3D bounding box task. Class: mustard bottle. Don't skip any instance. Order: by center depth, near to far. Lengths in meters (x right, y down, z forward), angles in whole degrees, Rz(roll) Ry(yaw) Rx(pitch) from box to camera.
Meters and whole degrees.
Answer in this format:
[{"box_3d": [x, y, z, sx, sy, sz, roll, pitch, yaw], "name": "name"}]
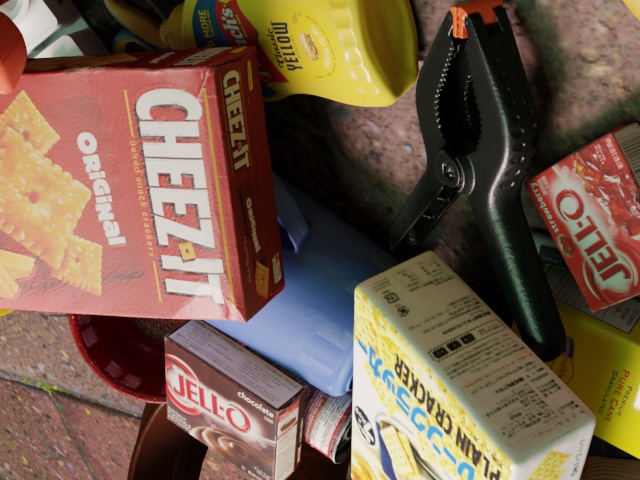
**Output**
[{"box_3d": [-0.033, -0.135, 0.682, 0.192, 0.058, 0.096, 8, 132, 40], "name": "mustard bottle"}]

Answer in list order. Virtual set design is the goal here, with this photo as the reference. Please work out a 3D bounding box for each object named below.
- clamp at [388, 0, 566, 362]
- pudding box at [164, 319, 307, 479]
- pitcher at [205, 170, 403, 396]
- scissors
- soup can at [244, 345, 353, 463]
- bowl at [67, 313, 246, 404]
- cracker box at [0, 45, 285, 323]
[{"box_3d": [0.087, -0.045, 0.650, 0.165, 0.036, 0.210, 31, 136, 52], "name": "clamp"}, {"box_3d": [-0.065, 0.120, 0.792, 0.114, 0.039, 0.090, 27, 135, 25], "name": "pudding box"}, {"box_3d": [-0.055, 0.001, 0.773, 0.243, 0.149, 0.145, 32, 103, 12], "name": "pitcher"}, {"box_3d": [-0.087, -0.117, 0.786, 0.202, 0.016, 0.096, 42, 144, 6], "name": "scissors"}, {"box_3d": [-0.011, 0.116, 0.825, 0.102, 0.068, 0.068, 30, 140, 21], "name": "soup can"}, {"box_3d": [-0.131, 0.055, 0.915, 0.162, 0.055, 0.162, 1, 99, 7], "name": "bowl"}, {"box_3d": [-0.141, -0.035, 0.690, 0.214, 0.072, 0.164, 2, 111, 22], "name": "cracker box"}]
